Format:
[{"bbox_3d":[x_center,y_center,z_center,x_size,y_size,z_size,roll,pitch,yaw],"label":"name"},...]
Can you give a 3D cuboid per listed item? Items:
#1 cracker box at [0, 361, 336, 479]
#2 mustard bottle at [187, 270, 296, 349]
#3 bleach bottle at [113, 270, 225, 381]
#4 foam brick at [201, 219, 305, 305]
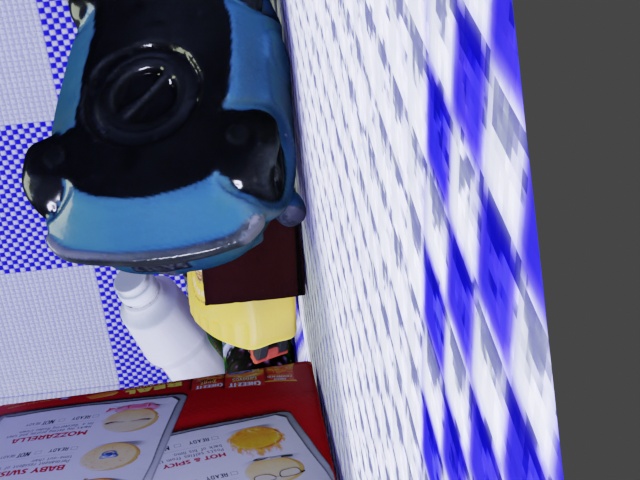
[{"bbox_3d":[-0.072,0.128,0.447,0.214,0.164,0.072,-109,11,-75],"label":"cracker box"},{"bbox_3d":[-0.055,-0.035,0.660,0.096,0.058,0.192,33,131,55],"label":"mustard bottle"},{"bbox_3d":[-0.100,0.103,0.887,0.103,0.068,0.250,50,172,47],"label":"bleach bottle"},{"bbox_3d":[-0.038,-0.001,0.566,0.078,0.051,0.053,-116,21,-80],"label":"foam brick"}]
